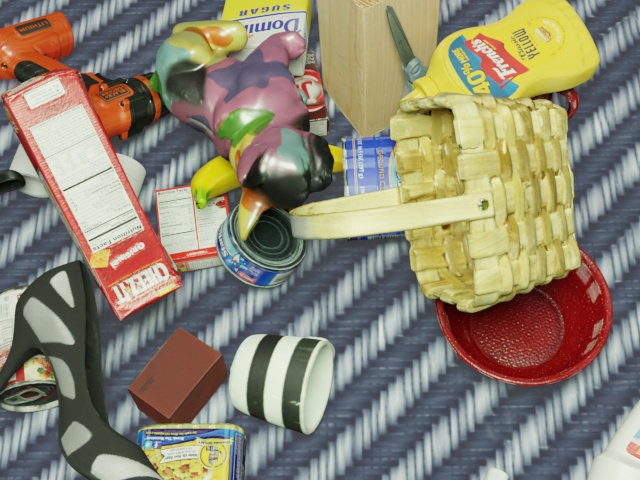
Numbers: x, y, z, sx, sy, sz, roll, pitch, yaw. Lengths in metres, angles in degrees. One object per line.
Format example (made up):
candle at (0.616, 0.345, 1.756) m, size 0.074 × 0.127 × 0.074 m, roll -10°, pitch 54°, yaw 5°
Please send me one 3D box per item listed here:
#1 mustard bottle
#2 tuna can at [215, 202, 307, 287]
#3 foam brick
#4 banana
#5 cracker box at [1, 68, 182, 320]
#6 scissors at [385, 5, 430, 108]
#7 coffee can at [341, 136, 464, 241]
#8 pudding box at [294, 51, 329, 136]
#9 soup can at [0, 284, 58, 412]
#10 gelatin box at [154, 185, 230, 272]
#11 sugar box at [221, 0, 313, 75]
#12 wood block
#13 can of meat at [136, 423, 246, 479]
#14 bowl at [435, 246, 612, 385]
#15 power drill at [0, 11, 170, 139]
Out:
mustard bottle at (0.164, -0.165, 1.030) m, size 0.191 × 0.058 × 0.096 m, roll -25°, pitch 73°, yaw -9°
tuna can at (-0.057, 0.001, 1.042) m, size 0.086 × 0.034 × 0.086 m, roll 16°, pitch 52°, yaw -21°
foam brick at (-0.131, 0.131, 0.988) m, size 0.053 × 0.051 × 0.078 m, roll 32°, pitch 68°, yaw 19°
banana at (-0.057, -0.070, 1.079) m, size 0.197 × 0.037 × 0.070 m, roll -19°, pitch 50°, yaw -32°
cracker box at (-0.211, -0.049, 0.972) m, size 0.072 × 0.164 × 0.213 m, roll -28°, pitch 105°, yaw -12°
scissors at (0.104, -0.178, 1.055) m, size 0.096 × 0.202 × 0.016 m, roll -39°, pitch 58°, yaw -20°
coffee can at (0.093, -0.054, 1.045) m, size 0.140 × 0.103 × 0.103 m, roll -3°, pitch 62°, yaw 2°
pudding box at (-0.052, -0.150, 1.141) m, size 0.113 × 0.039 × 0.090 m, roll -10°, pitch 62°, yaw -2°
soup can at (-0.273, 0.101, 1.003) m, size 0.068 × 0.068 × 0.102 m, roll -12°, pitch 61°, yaw -3°
gelatin box at (-0.126, -0.014, 1.078) m, size 0.073 × 0.030 × 0.089 m, roll -10°, pitch 59°, yaw -1°
sugar box at (-0.057, -0.248, 1.165) m, size 0.093 × 0.048 × 0.176 m, roll 0°, pitch 43°, yaw 4°
wood block at (0.057, -0.209, 1.071) m, size 0.090 × 0.206 × 0.090 m, roll -30°, pitch 64°, yaw -12°
can of meat at (-0.116, 0.210, 0.942) m, size 0.102 × 0.057 × 0.084 m, roll -1°, pitch 60°, yaw 3°
bowl at (0.187, 0.069, 1.000) m, size 0.162 × 0.055 × 0.162 m, roll -2°, pitch 62°, yaw 3°
power drill at (-0.246, -0.177, 1.140) m, size 0.188 × 0.057 × 0.184 m, roll 34°, pitch 42°, yaw 27°
